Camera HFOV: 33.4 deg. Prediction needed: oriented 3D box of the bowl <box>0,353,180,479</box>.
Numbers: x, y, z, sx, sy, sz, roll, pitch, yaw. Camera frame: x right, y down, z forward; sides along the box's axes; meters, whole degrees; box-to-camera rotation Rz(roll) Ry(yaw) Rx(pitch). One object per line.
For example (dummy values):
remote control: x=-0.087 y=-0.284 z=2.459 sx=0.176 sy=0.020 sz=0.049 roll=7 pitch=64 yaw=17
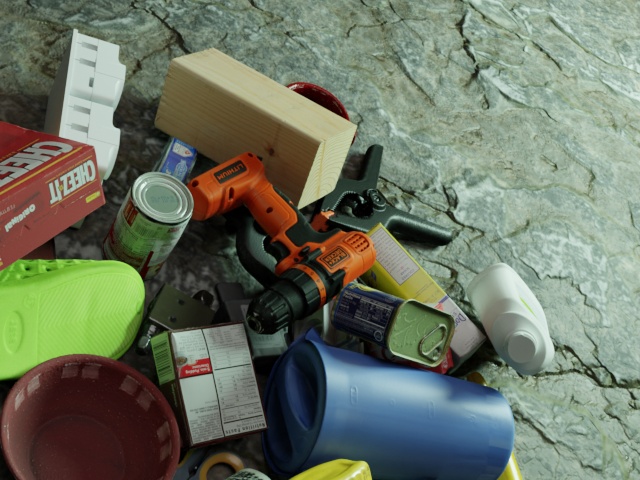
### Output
bowl: x=-0.209 y=0.183 z=0.949 sx=0.162 sy=0.055 sz=0.162 roll=17 pitch=47 yaw=-19

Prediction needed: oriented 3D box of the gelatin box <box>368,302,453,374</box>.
gelatin box: x=0.095 y=0.107 z=1.158 sx=0.030 sy=0.089 sz=0.073 roll=-25 pitch=108 yaw=-54

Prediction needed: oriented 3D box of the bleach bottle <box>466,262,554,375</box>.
bleach bottle: x=0.211 y=0.090 z=1.184 sx=0.102 sy=0.068 sz=0.250 roll=51 pitch=9 yaw=1

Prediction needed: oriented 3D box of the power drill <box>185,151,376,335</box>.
power drill: x=-0.057 y=0.001 z=1.107 sx=0.188 sy=0.057 sz=0.184 roll=43 pitch=44 yaw=15

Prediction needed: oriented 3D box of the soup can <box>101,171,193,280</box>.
soup can: x=-0.179 y=-0.014 z=1.099 sx=0.068 sy=0.102 sz=0.068 roll=17 pitch=47 yaw=-19

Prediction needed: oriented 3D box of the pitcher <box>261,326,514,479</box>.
pitcher: x=0.071 y=0.193 z=1.071 sx=0.242 sy=0.149 sz=0.145 roll=14 pitch=16 yaw=-26

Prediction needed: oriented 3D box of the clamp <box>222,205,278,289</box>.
clamp: x=-0.072 y=-0.012 z=1.181 sx=0.120 sy=0.039 sz=0.171 roll=5 pitch=45 yaw=-21

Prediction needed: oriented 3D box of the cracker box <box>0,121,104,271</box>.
cracker box: x=-0.336 y=-0.051 z=0.985 sx=0.214 sy=0.072 sz=0.164 roll=15 pitch=36 yaw=28

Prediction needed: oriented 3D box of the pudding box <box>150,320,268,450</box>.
pudding box: x=-0.106 y=0.138 z=1.020 sx=0.089 sy=0.039 sz=0.113 roll=-5 pitch=77 yaw=-39

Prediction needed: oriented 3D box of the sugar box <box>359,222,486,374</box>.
sugar box: x=0.107 y=0.068 z=1.212 sx=0.048 sy=0.093 sz=0.176 roll=-37 pitch=77 yaw=-13

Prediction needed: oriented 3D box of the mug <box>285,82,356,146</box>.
mug: x=-0.013 y=-0.132 z=1.315 sx=0.117 sy=0.082 sz=0.093 roll=6 pitch=51 yaw=-27

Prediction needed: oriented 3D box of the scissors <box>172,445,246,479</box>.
scissors: x=-0.132 y=0.245 z=0.973 sx=0.096 sy=0.016 sz=0.201 roll=31 pitch=44 yaw=-6

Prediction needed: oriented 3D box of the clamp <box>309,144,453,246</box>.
clamp: x=0.068 y=-0.035 z=1.307 sx=0.164 sy=0.036 sz=0.209 roll=47 pitch=37 yaw=11

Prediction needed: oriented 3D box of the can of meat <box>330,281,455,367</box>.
can of meat: x=0.072 y=0.083 z=1.079 sx=0.084 sy=0.057 sz=0.101 roll=18 pitch=-3 yaw=42

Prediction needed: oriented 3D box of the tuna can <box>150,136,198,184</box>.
tuna can: x=-0.167 y=-0.069 z=1.165 sx=0.033 sy=0.086 sz=0.086 roll=27 pitch=45 yaw=-13

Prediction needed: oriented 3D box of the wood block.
wood block: x=-0.077 y=-0.131 z=1.222 sx=0.206 sy=0.091 sz=0.090 roll=31 pitch=31 yaw=18
